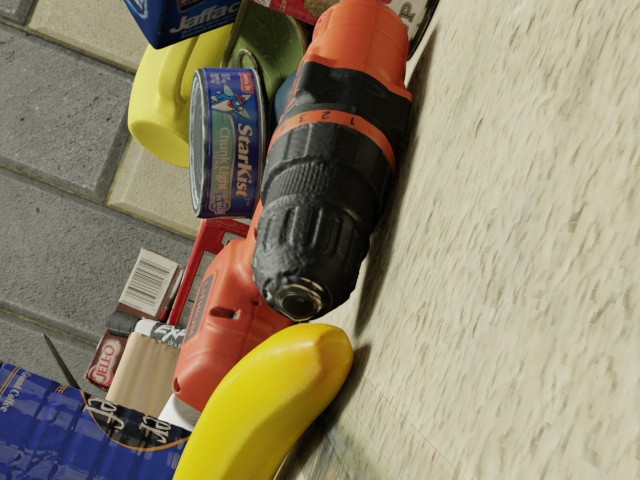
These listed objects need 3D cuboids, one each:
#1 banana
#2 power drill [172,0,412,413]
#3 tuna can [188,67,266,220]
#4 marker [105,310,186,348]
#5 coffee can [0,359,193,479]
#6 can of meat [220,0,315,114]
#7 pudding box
[{"bbox_3d":[-0.031,0.097,0.418,0.070,0.037,0.198,58,135,48],"label":"banana"},{"bbox_3d":[-0.015,0.005,0.489,0.184,0.057,0.188,-74,9,-46],"label":"power drill"},{"bbox_3d":[-0.054,-0.054,0.598,0.086,0.033,0.086,179,90,-78],"label":"tuna can"},{"bbox_3d":[-0.099,0.069,0.748,0.020,0.121,0.020,-40,-44,-54],"label":"marker"},{"bbox_3d":[-0.118,0.133,0.548,0.103,0.140,0.103,-160,91,-85],"label":"coffee can"},{"bbox_3d":[-0.003,-0.118,0.630,0.083,0.057,0.102,-27,-17,-29],"label":"can of meat"},{"bbox_3d":[-0.147,0.070,0.853,0.090,0.039,0.113,122,172,-77],"label":"pudding box"}]
